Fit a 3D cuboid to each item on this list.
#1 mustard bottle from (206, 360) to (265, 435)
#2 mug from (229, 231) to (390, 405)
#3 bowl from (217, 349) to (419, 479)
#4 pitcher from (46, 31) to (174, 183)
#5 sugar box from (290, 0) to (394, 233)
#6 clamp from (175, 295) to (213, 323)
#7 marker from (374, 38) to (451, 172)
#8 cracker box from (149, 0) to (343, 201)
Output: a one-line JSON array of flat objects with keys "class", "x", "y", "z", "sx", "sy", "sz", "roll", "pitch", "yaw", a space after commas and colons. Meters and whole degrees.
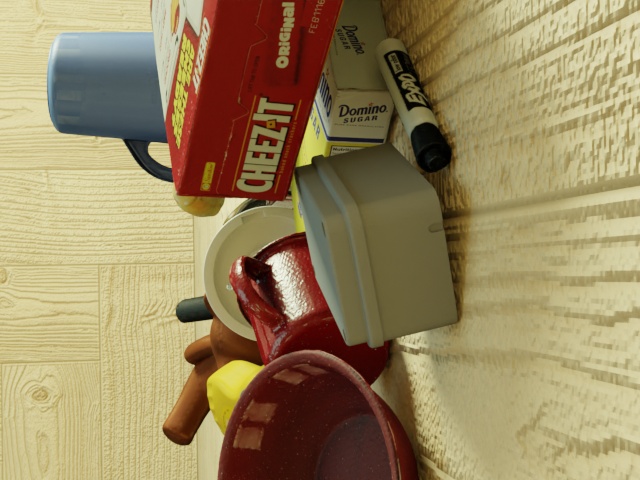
[{"class": "mustard bottle", "x": -0.028, "y": 0.143, "z": 0.859, "sx": 0.096, "sy": 0.058, "sz": 0.192, "roll": 60, "pitch": 156, "yaw": -7}, {"class": "mug", "x": -0.011, "y": 0.048, "z": 0.696, "sx": 0.093, "sy": 0.117, "sz": 0.081, "roll": -44, "pitch": 35, "yaw": 16}, {"class": "bowl", "x": 0.007, "y": 0.148, "z": 0.634, "sx": 0.162, "sy": 0.055, "sz": 0.162, "roll": -13, "pitch": 72, "yaw": 46}, {"class": "pitcher", "x": -0.164, "y": -0.153, "z": 1.148, "sx": 0.145, "sy": 0.242, "sz": 0.149, "roll": 97, "pitch": 174, "yaw": -52}, {"class": "sugar box", "x": 0.011, "y": -0.067, "z": 0.728, "sx": 0.176, "sy": 0.048, "sz": 0.093, "roll": 98, "pitch": 168, "yaw": -48}, {"class": "clamp", "x": -0.079, "y": 0.063, "z": 1.065, "sx": 0.172, "sy": 0.120, "sz": 0.039, "roll": 119, "pitch": 157, "yaw": -61}, {"class": "marker", "x": 0.050, "y": -0.075, "z": 0.586, "sx": 0.121, "sy": 0.020, "sz": 0.020, "roll": -104, "pitch": 16, "yaw": -51}, {"class": "cracker box", "x": -0.048, "y": -0.150, "z": 0.613, "sx": 0.214, "sy": 0.072, "sz": 0.164, "roll": -107, "pitch": 27, "yaw": -48}]
